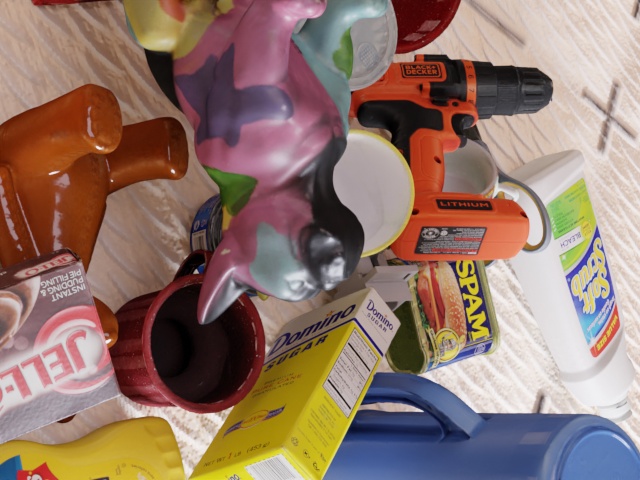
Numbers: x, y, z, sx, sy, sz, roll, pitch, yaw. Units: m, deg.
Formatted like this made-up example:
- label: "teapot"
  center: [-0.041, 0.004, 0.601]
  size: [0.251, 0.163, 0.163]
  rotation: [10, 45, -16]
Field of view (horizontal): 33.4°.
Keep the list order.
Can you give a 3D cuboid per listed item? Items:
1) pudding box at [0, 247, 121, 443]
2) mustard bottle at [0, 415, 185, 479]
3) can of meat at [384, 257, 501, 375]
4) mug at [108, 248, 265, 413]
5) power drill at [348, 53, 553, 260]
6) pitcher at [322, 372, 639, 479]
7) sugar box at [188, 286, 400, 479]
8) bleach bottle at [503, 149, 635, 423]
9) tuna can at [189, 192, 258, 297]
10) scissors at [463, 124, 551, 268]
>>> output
- label: "pudding box"
  center: [-0.179, 0.065, 0.606]
  size: [0.113, 0.039, 0.090]
  rotation: [-20, 114, -19]
- label: "mustard bottle"
  center: [-0.179, 0.172, 0.674]
  size: [0.191, 0.058, 0.096]
  rotation: [-5, 84, -35]
- label: "can of meat"
  center: [0.094, 0.056, 0.891]
  size: [0.083, 0.058, 0.102]
  rotation: [-12, 89, -34]
- label: "mug"
  center: [-0.096, 0.062, 0.738]
  size: [0.093, 0.082, 0.117]
  rotation: [20, 71, -31]
- label: "power drill"
  center: [0.112, -0.072, 0.856]
  size: [0.184, 0.057, 0.187]
  rotation: [-2, 51, -6]
- label: "pitcher"
  center: [0.101, 0.173, 0.757]
  size: [0.149, 0.243, 0.145]
  rotation: [19, 69, -33]
- label: "sugar box"
  center: [-0.014, 0.109, 0.750]
  size: [0.048, 0.094, 0.176]
  rotation: [51, 37, -18]
- label: "bleach bottle"
  center: [0.239, 0.049, 0.992]
  size: [0.102, 0.068, 0.251]
  rotation: [-30, 101, -36]
- label: "tuna can"
  center: [-0.055, 0.001, 0.808]
  size: [0.086, 0.034, 0.086]
  rotation: [7, 77, -34]
- label: "scissors"
  center: [0.131, -0.061, 0.953]
  size: [0.016, 0.096, 0.202]
  rotation: [5, 46, -53]
